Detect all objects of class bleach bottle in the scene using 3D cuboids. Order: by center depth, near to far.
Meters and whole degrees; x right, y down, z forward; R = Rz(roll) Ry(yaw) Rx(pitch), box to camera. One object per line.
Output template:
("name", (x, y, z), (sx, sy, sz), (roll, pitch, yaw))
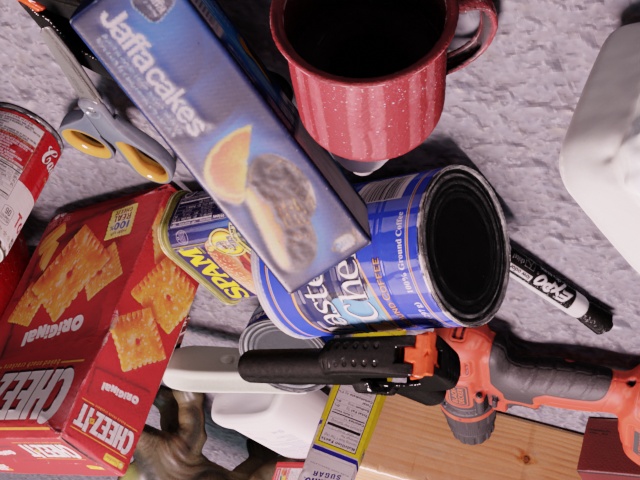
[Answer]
("bleach bottle", (0.009, 0.211, 1.101), (0.103, 0.068, 0.250), (-9, 142, 43))

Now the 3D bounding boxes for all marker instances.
("marker", (0.161, 0.033, 0.752), (0.121, 0.020, 0.020), (32, 149, -20))

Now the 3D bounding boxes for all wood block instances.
("wood block", (0.135, 0.211, 0.993), (0.206, 0.090, 0.090), (13, 150, 13))

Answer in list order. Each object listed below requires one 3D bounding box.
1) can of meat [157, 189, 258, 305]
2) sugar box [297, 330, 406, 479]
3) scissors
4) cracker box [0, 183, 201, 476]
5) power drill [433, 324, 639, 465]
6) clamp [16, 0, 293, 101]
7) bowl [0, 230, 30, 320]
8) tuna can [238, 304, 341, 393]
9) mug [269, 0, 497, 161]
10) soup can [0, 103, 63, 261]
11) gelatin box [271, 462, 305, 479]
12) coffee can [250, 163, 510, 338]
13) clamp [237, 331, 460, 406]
("can of meat", (-0.055, 0.001, 0.797), (0.084, 0.057, 0.102), (-9, 140, 37))
("sugar box", (0.023, 0.149, 0.871), (0.048, 0.176, 0.093), (17, 150, 6))
("scissors", (-0.163, -0.091, 0.714), (0.096, 0.016, 0.201), (13, 161, 26))
("cracker box", (-0.185, 0.070, 0.829), (0.164, 0.213, 0.072), (-10, 139, 42))
("power drill", (0.184, 0.132, 0.865), (0.188, 0.057, 0.184), (9, 149, 19))
("clamp", (-0.100, -0.113, 0.651), (0.171, 0.039, 0.120), (34, 148, -31))
("bowl", (-0.292, 0.028, 0.931), (0.055, 0.162, 0.162), (-9, 165, -31))
("tuna can", (-0.025, 0.090, 0.924), (0.086, 0.033, 0.086), (11, 130, 13))
("mug", (0.036, -0.098, 0.556), (0.117, 0.093, 0.081), (-19, 152, -4))
("soup can", (-0.244, -0.042, 0.793), (0.068, 0.102, 0.068), (15, 150, 9))
("gelatin box", (0.006, 0.254, 1.084), (0.073, 0.030, 0.089), (-10, 143, 45))
("coffee can", (0.039, 0.010, 0.706), (0.141, 0.102, 0.102), (-8, 140, 40))
("clamp", (0.047, 0.090, 0.742), (0.164, 0.036, 0.210), (10, 166, -19))
